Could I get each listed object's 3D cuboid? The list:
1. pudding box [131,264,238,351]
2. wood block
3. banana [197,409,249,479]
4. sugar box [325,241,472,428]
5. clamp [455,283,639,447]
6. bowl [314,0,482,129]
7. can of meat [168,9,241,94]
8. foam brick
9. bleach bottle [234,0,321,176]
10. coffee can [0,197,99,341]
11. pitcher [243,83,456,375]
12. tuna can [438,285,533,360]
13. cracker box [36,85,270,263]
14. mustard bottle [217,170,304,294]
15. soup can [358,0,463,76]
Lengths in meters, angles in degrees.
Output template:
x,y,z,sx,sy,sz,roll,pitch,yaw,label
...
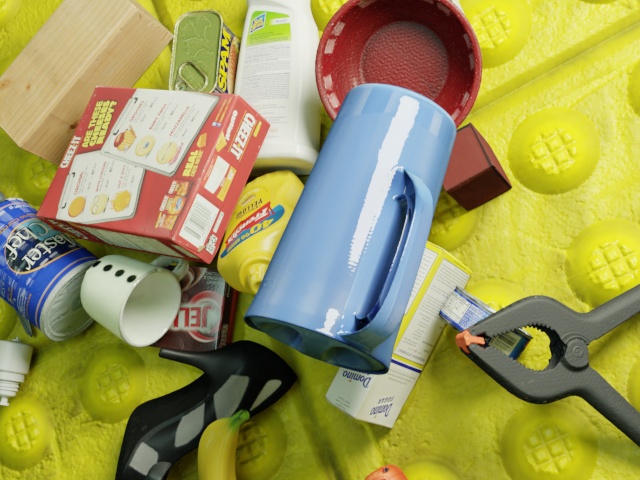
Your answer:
x,y,z,sx,sy,sz,roll,pitch,yaw,label
-0.146,0.074,1.145,0.114,0.039,0.090,3,80,24,pudding box
-0.282,-0.199,1.239,0.206,0.090,0.090,-48,65,6,wood block
-0.090,0.258,1.054,0.070,0.037,0.198,8,107,55,banana
0.076,0.088,1.017,0.048,0.093,0.176,30,90,31,sugar box
0.225,0.090,0.939,0.210,0.036,0.164,14,77,-8,clamp
0.078,-0.169,1.042,0.162,0.055,0.162,3,103,12,bowl
-0.119,-0.188,1.169,0.057,0.083,0.102,-2,75,20,can of meat
0.144,-0.070,1.035,0.051,0.078,0.053,-30,66,15,foam brick
-0.039,-0.197,1.152,0.103,0.068,0.251,-1,75,24,bleach bottle
-0.314,0.031,1.186,0.140,0.102,0.103,34,92,22,coffee can
0.040,-0.012,0.938,0.149,0.145,0.242,15,75,20,pitcher
0.153,0.079,0.991,0.086,0.086,0.034,36,94,26,tuna can
-0.175,-0.072,1.109,0.214,0.072,0.164,9,70,38,cracker box
-0.057,0.001,1.052,0.096,0.058,0.191,-32,23,13,mustard bottle
0.096,-0.214,1.093,0.102,0.068,0.068,-25,69,17,soup can
